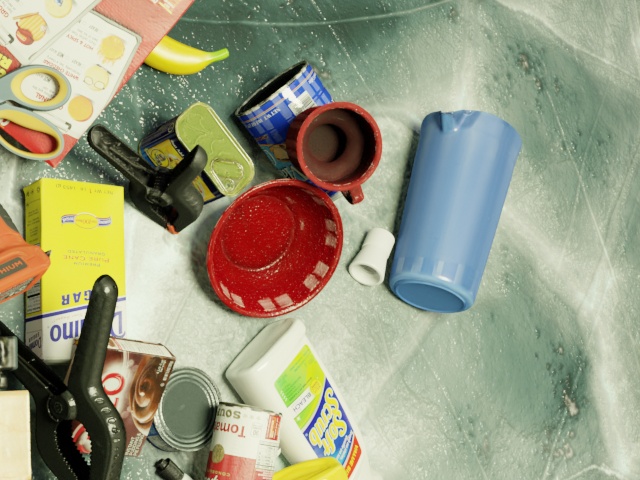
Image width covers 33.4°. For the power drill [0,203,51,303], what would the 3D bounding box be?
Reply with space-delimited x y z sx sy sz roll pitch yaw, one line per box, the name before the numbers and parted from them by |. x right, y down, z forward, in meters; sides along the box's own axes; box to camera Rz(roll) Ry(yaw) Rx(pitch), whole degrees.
power drill | -0.339 -0.022 0.935 0.184 0.057 0.187 -29 85 -44

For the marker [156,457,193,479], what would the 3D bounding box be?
marker | -0.123 0.263 1.092 0.121 0.020 0.020 47 53 -21

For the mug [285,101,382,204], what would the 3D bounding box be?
mug | 0.015 -0.092 1.143 0.093 0.082 0.117 -30 105 -9

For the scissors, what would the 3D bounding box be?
scissors | -0.312 -0.144 0.955 0.201 0.016 0.096 32 91 -22

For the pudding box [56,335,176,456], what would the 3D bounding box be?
pudding box | -0.199 0.147 1.013 0.089 0.039 0.113 13 102 -38

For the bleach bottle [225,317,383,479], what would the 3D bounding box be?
bleach bottle | 0.002 0.213 1.183 0.102 0.068 0.250 -46 111 -35

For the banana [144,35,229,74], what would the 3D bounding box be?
banana | -0.194 -0.238 1.144 0.197 0.037 0.069 39 84 -21

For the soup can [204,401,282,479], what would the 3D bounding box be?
soup can | -0.079 0.217 1.070 0.068 0.069 0.102 18 77 -36

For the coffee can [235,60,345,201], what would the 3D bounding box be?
coffee can | -0.016 -0.120 1.228 0.140 0.103 0.102 53 51 -16

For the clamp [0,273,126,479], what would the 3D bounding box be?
clamp | -0.232 0.141 0.955 0.036 0.165 0.210 -16 97 -61

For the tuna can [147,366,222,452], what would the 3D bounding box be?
tuna can | -0.143 0.173 1.089 0.086 0.034 0.086 12 71 -38

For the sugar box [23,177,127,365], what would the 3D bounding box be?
sugar box | -0.238 0.032 1.039 0.093 0.048 0.176 4 75 -40

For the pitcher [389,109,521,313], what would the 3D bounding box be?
pitcher | 0.171 -0.031 1.355 0.149 0.145 0.242 22 67 -12

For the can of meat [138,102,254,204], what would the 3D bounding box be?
can of meat | -0.134 -0.086 1.133 0.102 0.084 0.057 52 51 -17

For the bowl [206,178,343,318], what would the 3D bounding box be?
bowl | -0.058 0.001 1.165 0.161 0.055 0.162 -11 116 -24

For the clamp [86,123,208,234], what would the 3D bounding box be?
clamp | -0.170 -0.061 1.073 0.120 0.171 0.039 22 63 6

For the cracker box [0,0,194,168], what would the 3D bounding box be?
cracker box | -0.250 -0.204 1.008 0.164 0.072 0.213 40 90 -21

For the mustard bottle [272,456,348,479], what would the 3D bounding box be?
mustard bottle | -0.001 0.333 1.134 0.096 0.058 0.191 -18 105 -16
